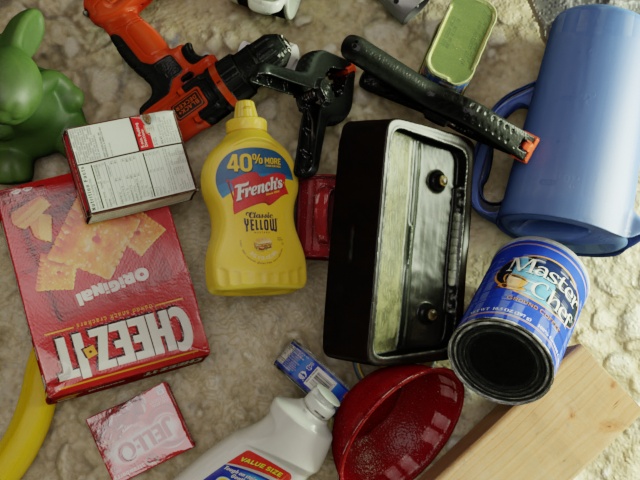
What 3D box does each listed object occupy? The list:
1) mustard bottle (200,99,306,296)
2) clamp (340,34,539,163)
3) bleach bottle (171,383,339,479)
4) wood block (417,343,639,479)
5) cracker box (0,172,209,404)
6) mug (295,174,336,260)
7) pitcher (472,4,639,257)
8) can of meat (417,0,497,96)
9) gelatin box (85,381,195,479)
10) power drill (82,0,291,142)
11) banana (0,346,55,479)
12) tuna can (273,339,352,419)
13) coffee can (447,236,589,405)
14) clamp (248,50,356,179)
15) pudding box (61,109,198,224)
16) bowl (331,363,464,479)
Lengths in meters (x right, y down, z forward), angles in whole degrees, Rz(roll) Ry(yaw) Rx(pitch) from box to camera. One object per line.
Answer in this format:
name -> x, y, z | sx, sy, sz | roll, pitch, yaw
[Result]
mustard bottle -> -0.068, -0.044, 1.042 | 0.096, 0.058, 0.191 | -1, 78, -20
clamp -> 0.113, -0.137, 1.046 | 0.210, 0.164, 0.036 | 29, 93, 16
bleach bottle -> -0.082, 0.228, 1.014 | 0.102, 0.068, 0.251 | 43, 100, 1
wood block -> 0.202, 0.205, 1.054 | 0.206, 0.091, 0.090 | -42, 85, -7
cracker box -> -0.217, 0.036, 1.060 | 0.164, 0.072, 0.214 | -15, 80, -16
mug -> 0.014, -0.022, 1.071 | 0.093, 0.117, 0.081 | 2, 86, 11
pitcher -> 0.258, -0.113, 1.093 | 0.149, 0.145, 0.243 | 19, 76, -21
can of meat -> 0.141, -0.198, 1.117 | 0.057, 0.084, 0.102 | 23, 81, 1
gelatin box -> -0.180, 0.193, 1.071 | 0.089, 0.030, 0.073 | -25, 83, -6
power drill -> -0.144, -0.207, 1.103 | 0.184, 0.057, 0.188 | -34, 81, 9
banana -> -0.310, 0.195, 1.062 | 0.069, 0.037, 0.197 | 34, 81, 3
tuna can -> -0.005, 0.138, 1.058 | 0.086, 0.086, 0.033 | 41, 83, 4
coffee can -> 0.194, 0.076, 1.035 | 0.103, 0.103, 0.140 | 34, 43, 3
clamp -> -0.013, -0.151, 1.071 | 0.039, 0.171, 0.120 | -11, 120, 28
pudding box -> -0.185, -0.073, 1.035 | 0.113, 0.039, 0.090 | -15, 83, -20
bowl -> 0.064, 0.176, 1.041 | 0.162, 0.162, 0.055 | -44, 52, -8
